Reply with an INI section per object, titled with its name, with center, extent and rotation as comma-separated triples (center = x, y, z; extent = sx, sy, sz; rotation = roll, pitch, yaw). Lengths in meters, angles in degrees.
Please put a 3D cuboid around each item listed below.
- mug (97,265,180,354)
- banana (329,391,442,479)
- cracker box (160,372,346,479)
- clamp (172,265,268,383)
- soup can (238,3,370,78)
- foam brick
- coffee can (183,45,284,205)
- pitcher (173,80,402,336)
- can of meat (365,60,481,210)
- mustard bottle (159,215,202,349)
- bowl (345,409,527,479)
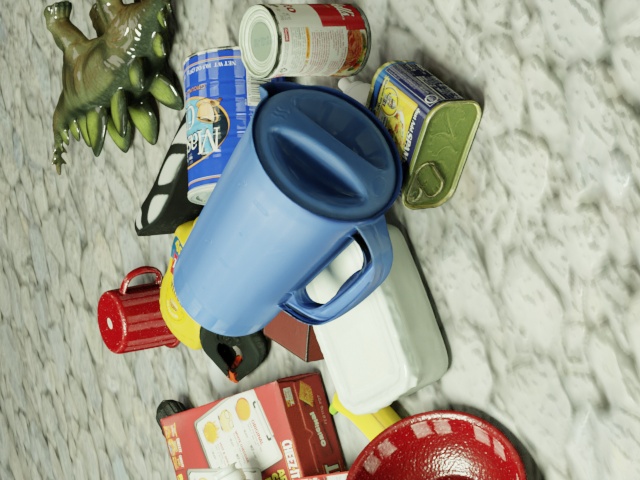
[mug]
center = -0.228, 0.087, 1.344
extent = 0.093, 0.081, 0.117
rotation = 37, 126, 45
[banana]
center = 0.066, 0.189, 1.000
extent = 0.198, 0.037, 0.069
rotation = 43, 160, 45
[cracker box]
center = -0.069, 0.245, 1.144
extent = 0.214, 0.071, 0.164
rotation = -25, 78, 44
[clamp]
center = -0.106, 0.088, 1.160
extent = 0.120, 0.039, 0.172
rotation = 24, 136, 12
[soup can]
center = -0.015, -0.182, 0.972
extent = 0.069, 0.102, 0.068
rotation = 16, 110, 52
[foam brick]
center = -0.015, 0.081, 1.070
extent = 0.078, 0.052, 0.051
rotation = 28, 119, 49
[coffee can]
center = -0.083, -0.111, 1.065
extent = 0.103, 0.102, 0.140
rotation = -14, 77, 55
[pitcher]
center = -0.036, -0.005, 0.922
extent = 0.243, 0.145, 0.149
rotation = 129, 156, -49
[can of meat]
center = 0.079, -0.091, 0.901
extent = 0.084, 0.057, 0.102
rotation = 47, 133, 41
[mustard bottle]
center = -0.135, 0.033, 1.202
extent = 0.096, 0.058, 0.192
rotation = 57, 146, 29
[bowl]
center = 0.100, 0.226, 0.893
extent = 0.162, 0.162, 0.055
rotation = 40, 169, 43
